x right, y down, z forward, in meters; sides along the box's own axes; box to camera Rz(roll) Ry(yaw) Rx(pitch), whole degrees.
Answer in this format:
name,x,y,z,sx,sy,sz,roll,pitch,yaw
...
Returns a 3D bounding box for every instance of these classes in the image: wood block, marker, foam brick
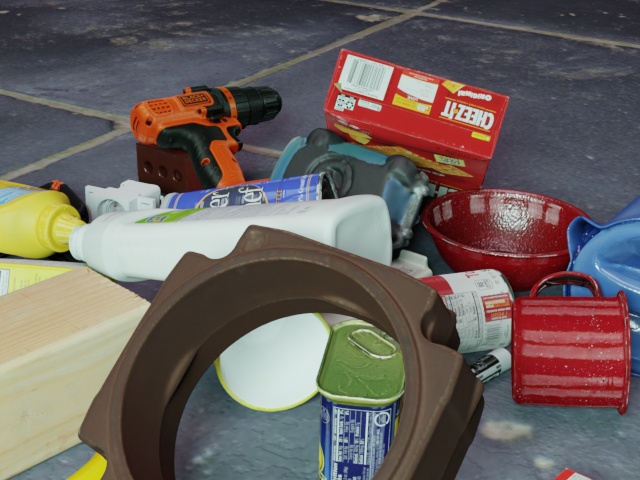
name,x,y,z,sx,sy,sz,roll,pitch,yaw
wood block,-0.222,0.100,0.737,0.091,0.090,0.205,24,33,38
marker,0.103,0.111,0.813,0.120,0.020,0.020,-22,33,-40
foam brick,-0.158,-0.083,1.184,0.078,0.053,0.051,17,29,33

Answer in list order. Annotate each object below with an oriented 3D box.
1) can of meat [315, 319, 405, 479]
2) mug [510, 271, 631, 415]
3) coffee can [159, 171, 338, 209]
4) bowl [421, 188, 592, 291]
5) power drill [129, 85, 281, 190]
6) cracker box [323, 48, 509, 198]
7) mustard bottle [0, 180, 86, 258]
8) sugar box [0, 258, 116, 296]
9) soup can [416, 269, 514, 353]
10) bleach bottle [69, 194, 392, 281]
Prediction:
name,x,y,z,sx,sy,sz,roll,pitch,yaw
can of meat,0.029,0.114,0.724,0.057,0.084,0.102,5,25,7
mug,0.185,0.073,0.804,0.081,0.093,0.117,0,56,9
coffee can,-0.056,0.001,0.912,0.140,0.103,0.102,-8,23,11
bowl,0.174,0.004,1.005,0.162,0.055,0.162,1,25,-1
power drill,-0.084,-0.092,1.126,0.184,0.057,0.188,-16,52,-33
cracker box,0.092,-0.105,1.072,0.164,0.072,0.213,17,-9,6
mustard bottle,-0.278,-0.021,0.941,0.192,0.058,0.096,10,17,33
sugar box,-0.268,0.037,0.891,0.176,0.048,0.093,2,-2,5
soup can,0.098,0.062,0.861,0.102,0.068,0.068,-7,26,-15
bleach bottle,-0.080,0.002,0.802,0.251,0.068,0.102,1,10,30
